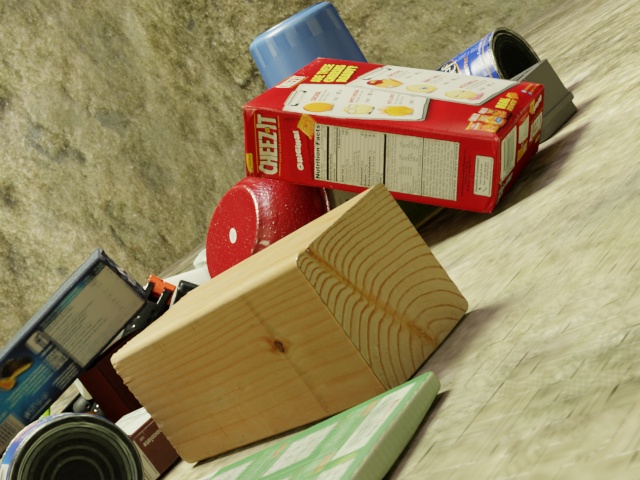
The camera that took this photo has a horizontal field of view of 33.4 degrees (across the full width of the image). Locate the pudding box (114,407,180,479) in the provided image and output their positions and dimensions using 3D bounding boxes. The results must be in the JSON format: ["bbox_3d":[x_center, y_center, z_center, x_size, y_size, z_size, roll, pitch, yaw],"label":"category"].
[{"bbox_3d":[-0.141,0.157,0.754,0.090,0.039,0.113,-30,6,43],"label":"pudding box"}]

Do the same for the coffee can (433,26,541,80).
[{"bbox_3d":[0.168,-0.156,1.180,0.141,0.103,0.102,-30,8,39],"label":"coffee can"}]

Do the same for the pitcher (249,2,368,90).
[{"bbox_3d":[0.021,-0.145,1.233,0.144,0.243,0.149,-35,11,-35],"label":"pitcher"}]

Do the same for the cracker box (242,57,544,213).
[{"bbox_3d":[0.065,-0.092,0.897,0.214,0.072,0.164,9,26,21],"label":"cracker box"}]

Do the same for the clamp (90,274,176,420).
[{"bbox_3d":[-0.182,0.118,1.008,0.120,0.039,0.172,-82,12,-68],"label":"clamp"}]

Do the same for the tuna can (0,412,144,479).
[{"bbox_3d":[-0.152,0.148,0.654,0.086,0.086,0.034,-38,8,-27],"label":"tuna can"}]

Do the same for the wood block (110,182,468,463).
[{"bbox_3d":[-0.026,0.058,0.645,0.207,0.091,0.090,-28,10,47],"label":"wood block"}]

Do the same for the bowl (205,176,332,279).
[{"bbox_3d":[-0.056,0.001,0.944,0.055,0.162,0.162,12,-25,-33],"label":"bowl"}]

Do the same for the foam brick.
[{"bbox_3d":[-0.161,0.126,0.916,0.052,0.078,0.051,-42,9,-36],"label":"foam brick"}]
